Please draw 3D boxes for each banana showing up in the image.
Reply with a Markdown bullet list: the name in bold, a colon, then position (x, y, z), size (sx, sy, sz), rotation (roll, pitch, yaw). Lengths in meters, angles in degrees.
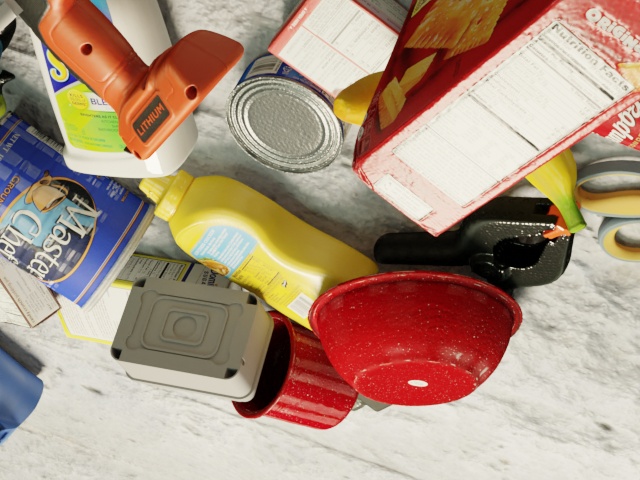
- **banana**: position (0.094, -0.070, 0.662), size (0.197, 0.069, 0.037), rotation (22, 136, -25)

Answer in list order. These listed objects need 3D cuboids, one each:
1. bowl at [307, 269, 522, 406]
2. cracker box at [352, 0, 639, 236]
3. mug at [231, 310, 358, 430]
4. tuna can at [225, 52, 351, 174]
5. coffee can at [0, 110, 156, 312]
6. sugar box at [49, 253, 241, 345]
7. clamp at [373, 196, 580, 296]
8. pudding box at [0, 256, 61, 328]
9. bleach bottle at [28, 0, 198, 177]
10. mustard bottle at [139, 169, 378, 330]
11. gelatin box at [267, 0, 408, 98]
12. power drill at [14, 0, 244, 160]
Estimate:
- **bowl**: position (0.070, 0.082, 0.793), size (0.162, 0.055, 0.162), rotation (2, 151, 1)
- **cracker box**: position (0.116, -0.121, 0.536), size (0.072, 0.164, 0.214), rotation (35, 139, -16)
- **mug**: position (-0.025, 0.110, 0.919), size (0.081, 0.093, 0.117), rotation (21, -172, -33)
- **tuna can**: position (-0.021, -0.088, 0.740), size (0.086, 0.033, 0.086), rotation (14, 139, 12)
- **coffee can**: position (-0.218, -0.022, 0.857), size (0.140, 0.102, 0.103), rotation (34, 139, -12)
- **sugar box**: position (-0.154, 0.057, 0.959), size (0.176, 0.048, 0.093), rotation (7, 135, 15)
- **clamp**: position (0.115, 0.007, 0.772), size (0.120, 0.039, 0.172), rotation (26, 145, -10)
- **pudding box**: position (-0.289, 0.023, 0.955), size (0.090, 0.039, 0.113), rotation (0, 126, 54)
- **bleach bottle**: position (-0.159, -0.158, 0.713), size (0.103, 0.068, 0.251), rotation (6, 135, 22)
- **mustard bottle**: position (-0.055, 0.001, 0.836), size (0.191, 0.058, 0.096), rotation (31, 150, -8)
- **gelatin box**: position (0.023, -0.126, 0.682), size (0.089, 0.030, 0.073), rotation (34, 138, -12)
- **power drill**: position (-0.136, -0.145, 0.613), size (0.187, 0.057, 0.185), rotation (43, 147, -7)
